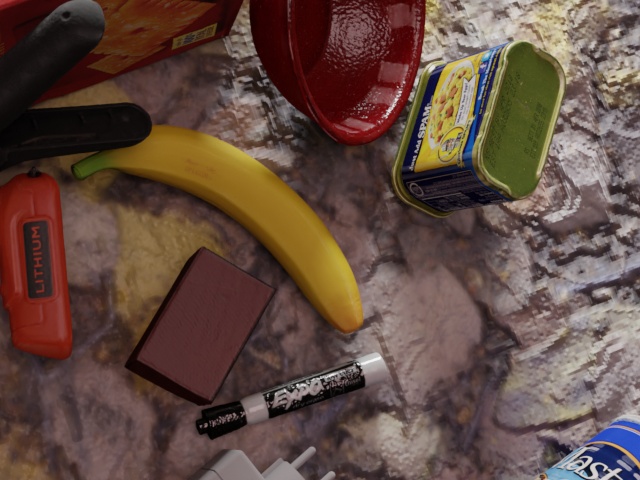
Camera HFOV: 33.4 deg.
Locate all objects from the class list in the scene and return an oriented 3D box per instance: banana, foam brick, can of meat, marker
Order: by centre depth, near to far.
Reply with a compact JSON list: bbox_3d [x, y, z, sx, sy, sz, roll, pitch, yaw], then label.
[{"bbox_3d":[-0.070,0.051,0.620,0.051,0.053,0.078,32,74,-9],"label":"foam brick"},{"bbox_3d":[-0.017,0.094,0.645,0.121,0.020,0.020,-16,85,-18],"label":"marker"},{"bbox_3d":[-0.050,-0.017,0.646,0.197,0.037,0.069,30,74,-11],"label":"banana"},{"bbox_3d":[0.099,-0.070,0.668,0.057,0.084,0.102,25,74,-27],"label":"can of meat"}]

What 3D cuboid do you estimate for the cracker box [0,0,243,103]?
[{"bbox_3d":[-0.140,-0.131,0.574,0.213,0.164,0.072,-25,86,-19],"label":"cracker box"}]

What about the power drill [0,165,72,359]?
[{"bbox_3d":[-0.231,0.034,0.574,0.187,0.057,0.184,-3,81,-17],"label":"power drill"}]

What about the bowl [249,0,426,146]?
[{"bbox_3d":[0.005,-0.140,0.649,0.161,0.055,0.162,-18,112,-55],"label":"bowl"}]

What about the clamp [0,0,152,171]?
[{"bbox_3d":[-0.167,-0.053,0.542,0.171,0.120,0.039,-24,64,4],"label":"clamp"}]
